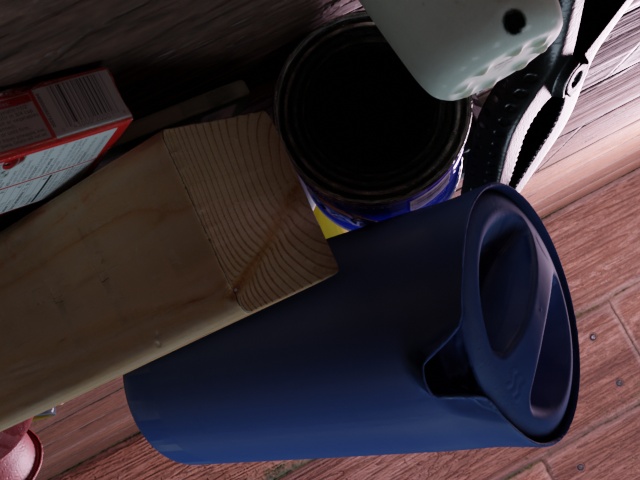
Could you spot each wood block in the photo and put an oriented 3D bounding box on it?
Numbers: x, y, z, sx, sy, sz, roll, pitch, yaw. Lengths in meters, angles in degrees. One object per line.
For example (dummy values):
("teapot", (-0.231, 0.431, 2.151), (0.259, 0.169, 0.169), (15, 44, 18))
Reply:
("wood block", (-0.107, 0.023, 0.542), (0.206, 0.090, 0.090), (-26, 177, 31))

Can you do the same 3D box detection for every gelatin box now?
("gelatin box", (-0.135, -0.037, 0.458), (0.089, 0.030, 0.073), (-23, 172, -35))

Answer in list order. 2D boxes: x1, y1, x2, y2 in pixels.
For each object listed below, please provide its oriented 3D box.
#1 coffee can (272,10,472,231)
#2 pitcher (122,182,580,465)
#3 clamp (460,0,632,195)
("coffee can", (0.032, -0.060, 0.611), (0.103, 0.103, 0.140), (-29, 172, 2))
("pitcher", (0.015, 0.057, 0.601), (0.243, 0.145, 0.149), (-14, 145, 33))
("clamp", (0.145, -0.111, 0.641), (0.164, 0.036, 0.210), (-23, 140, -49))
